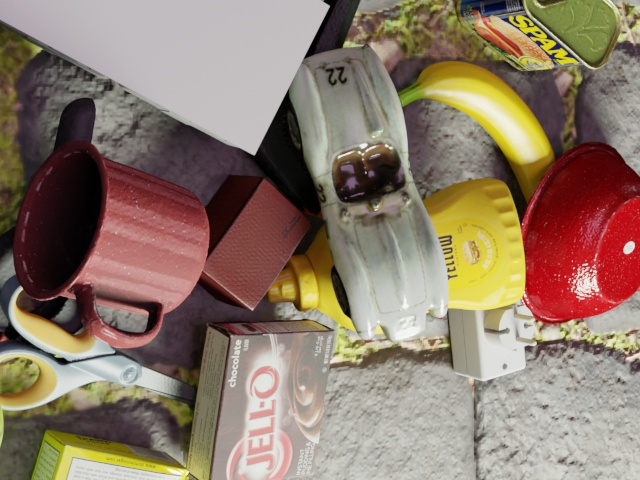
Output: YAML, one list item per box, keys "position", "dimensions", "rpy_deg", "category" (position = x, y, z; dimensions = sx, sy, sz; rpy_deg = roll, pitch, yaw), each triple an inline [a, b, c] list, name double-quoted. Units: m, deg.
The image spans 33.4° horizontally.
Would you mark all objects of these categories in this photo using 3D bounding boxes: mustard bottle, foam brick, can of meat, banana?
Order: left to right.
- position: [-0.055, 0.001, 0.733]
  dimensions: [0.053, 0.051, 0.078]
  rpy_deg: [43, 72, -28]
  category: "foam brick"
- position: [0.051, 0.017, 0.782]
  dimensions: [0.191, 0.058, 0.096]
  rpy_deg: [-12, 99, -14]
  category: "mustard bottle"
- position: [0.141, -0.088, 0.862]
  dimensions: [0.197, 0.037, 0.069]
  rpy_deg: [34, 95, -28]
  category: "banana"
- position: [0.170, -0.177, 0.841]
  dimensions: [0.102, 0.084, 0.057]
  rpy_deg: [31, 77, -30]
  category: "can of meat"

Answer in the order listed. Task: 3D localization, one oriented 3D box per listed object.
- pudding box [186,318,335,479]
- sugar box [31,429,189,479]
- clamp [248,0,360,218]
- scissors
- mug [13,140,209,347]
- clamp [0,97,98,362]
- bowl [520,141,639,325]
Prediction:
- position: [-0.042, 0.112, 0.746]
  dimensions: [0.089, 0.039, 0.113]
  rpy_deg: [1, 100, -39]
  category: "pudding box"
- position: [-0.156, 0.219, 0.691]
  dimensions: [0.093, 0.048, 0.176]
  rpy_deg: [19, 87, -32]
  category: "sugar box"
- position: [-0.027, -0.118, 0.750]
  dimensions: [0.164, 0.036, 0.210]
  rpy_deg: [-7, 101, -22]
  category: "clamp"
- position: [-0.144, 0.095, 0.689]
  dimensions: [0.096, 0.016, 0.201]
  rpy_deg: [-48, 132, -10]
  category: "scissors"
- position: [-0.117, 0.008, 0.618]
  dimensions: [0.081, 0.093, 0.117]
  rpy_deg: [19, 47, -43]
  category: "mug"
- position: [-0.163, -0.003, 0.672]
  dimensions: [0.171, 0.039, 0.120]
  rpy_deg: [-47, 116, -20]
  category: "clamp"
- position: [0.234, 0.001, 0.891]
  dimensions: [0.161, 0.055, 0.162]
  rpy_deg: [-16, 115, -38]
  category: "bowl"
